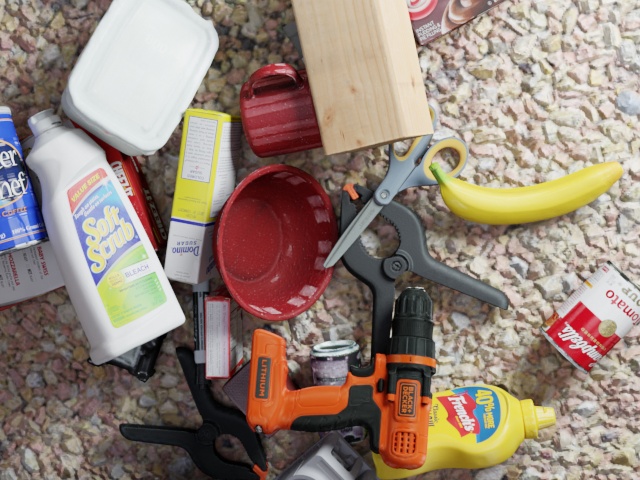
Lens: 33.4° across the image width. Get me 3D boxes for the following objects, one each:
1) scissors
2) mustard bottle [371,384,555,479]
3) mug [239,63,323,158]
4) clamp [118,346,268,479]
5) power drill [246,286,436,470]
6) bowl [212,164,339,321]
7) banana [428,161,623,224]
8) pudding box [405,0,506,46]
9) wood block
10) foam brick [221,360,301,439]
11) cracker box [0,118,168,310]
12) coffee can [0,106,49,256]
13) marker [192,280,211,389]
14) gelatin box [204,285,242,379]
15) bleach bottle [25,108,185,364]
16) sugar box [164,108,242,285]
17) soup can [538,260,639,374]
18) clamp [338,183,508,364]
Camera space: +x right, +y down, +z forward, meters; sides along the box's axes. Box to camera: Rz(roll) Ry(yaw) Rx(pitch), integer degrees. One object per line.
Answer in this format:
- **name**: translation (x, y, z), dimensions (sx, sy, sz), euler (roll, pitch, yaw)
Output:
- **scissors**: translation (0.085, -0.045, 1.112), dimensions (0.096, 0.016, 0.202), euler (24, 85, -5)
- **mustard bottle**: translation (0.149, 0.196, 1.118), dimensions (0.191, 0.096, 0.058), euler (-8, 126, 7)
- **mug**: translation (-0.037, -0.137, 1.092), dimensions (0.081, 0.117, 0.093), euler (-10, 58, 12)
- **clamp**: translation (-0.124, 0.199, 1.179), dimensions (0.171, 0.039, 0.120), euler (28, 97, -1)
- **power drill**: translation (0.023, 0.133, 1.082), dimensions (0.188, 0.057, 0.184), euler (3, 74, 7)
- **bowl**: translation (-0.057, 0.001, 1.112), dimensions (0.055, 0.161, 0.162), euler (4, 100, 48)
- **banana**: translation (0.209, -0.047, 1.100), dimensions (0.198, 0.037, 0.070), euler (-2, 135, 0)
- **pudding box**: translation (0.132, -0.263, 1.090), dimensions (0.113, 0.039, 0.090), euler (-27, 93, 9)
- **wood block**: translation (0.038, -0.195, 1.054), dimensions (0.090, 0.090, 0.206), euler (-11, 93, 24)
- **foam brick**: translation (-0.060, 0.166, 1.160), dimensions (0.053, 0.051, 0.078), euler (-42, 91, 10)
- **cracker box**: translation (-0.292, -0.030, 1.152), dimensions (0.214, 0.072, 0.164), euler (-21, 94, 8)
- **coffee can**: translation (-0.340, -0.052, 1.066), dimensions (0.103, 0.102, 0.140), euler (-17, 93, 8)
- **marker**: translation (-0.129, 0.101, 1.162), dimensions (0.020, 0.020, 0.121), euler (-3, 83, 7)
- **gelatin box**: translation (-0.104, 0.097, 1.145), dimensions (0.030, 0.073, 0.089), euler (0, 97, 6)
- **bleach bottle**: translation (-0.232, -0.010, 1.065), dimensions (0.102, 0.068, 0.251), euler (-26, 91, -33)
- **sugar box**: translation (-0.122, -0.048, 1.119), dimensions (0.048, 0.093, 0.176), euler (13, 98, 10)
- **soup can**: translation (0.286, 0.079, 1.101), dimensions (0.068, 0.068, 0.102), euler (43, 99, 0)
- **clamp**: translation (0.075, 0.036, 1.132), dimensions (0.164, 0.036, 0.210), euler (-38, 90, 1)
